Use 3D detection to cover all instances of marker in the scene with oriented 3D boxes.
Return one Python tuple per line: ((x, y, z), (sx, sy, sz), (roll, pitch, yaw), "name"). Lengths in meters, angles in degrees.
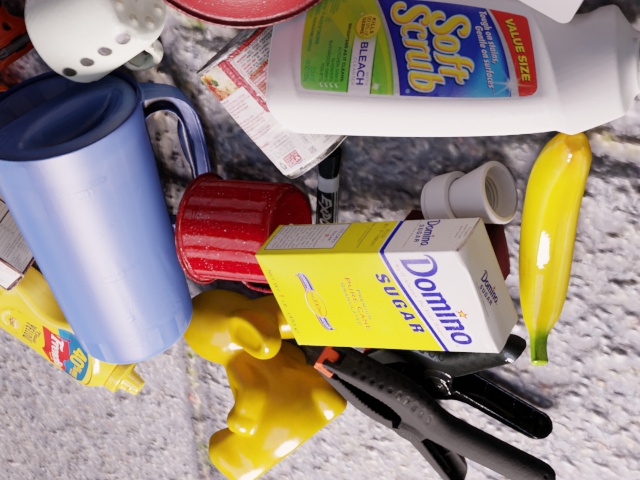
((0.005, -0.029, 0.851), (0.020, 0.020, 0.121), (21, 137, 19), "marker")

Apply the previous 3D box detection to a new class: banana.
((0.160, -0.006, 0.727), (0.037, 0.069, 0.198), (-7, 130, -4), "banana")

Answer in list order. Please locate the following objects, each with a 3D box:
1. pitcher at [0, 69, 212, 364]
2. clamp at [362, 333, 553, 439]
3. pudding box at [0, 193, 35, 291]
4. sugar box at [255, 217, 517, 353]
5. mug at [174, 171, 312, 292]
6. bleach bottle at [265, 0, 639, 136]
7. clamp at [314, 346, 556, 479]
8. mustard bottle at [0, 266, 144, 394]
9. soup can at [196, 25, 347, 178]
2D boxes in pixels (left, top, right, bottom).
((-0.176, -0.017, 0.896), (0.149, 0.144, 0.243), (10, 134, 25), "pitcher")
((0.114, 0.116, 0.896), (0.172, 0.039, 0.120), (4, 131, 43), "clamp")
((-0.298, -0.024, 0.958), (0.113, 0.090, 0.039), (38, 137, -16), "pudding box")
((0.046, 0.034, 0.779), (0.177, 0.048, 0.093), (-1, 126, 39), "sugar box")
((-0.056, 0.001, 0.874), (0.082, 0.093, 0.117), (4, 135, 27), "mug")
((0.092, -0.115, 0.662), (0.251, 0.102, 0.068), (3, 168, 26), "bleach bottle")
((0.089, 0.153, 0.902), (0.210, 0.036, 0.165), (39, 157, -17), "clamp")
((-0.270, 0.103, 1.147), (0.191, 0.058, 0.096), (35, 137, 2), "mustard bottle")
((-0.031, -0.104, 0.770), (0.102, 0.068, 0.069), (49, 139, -14), "soup can")
